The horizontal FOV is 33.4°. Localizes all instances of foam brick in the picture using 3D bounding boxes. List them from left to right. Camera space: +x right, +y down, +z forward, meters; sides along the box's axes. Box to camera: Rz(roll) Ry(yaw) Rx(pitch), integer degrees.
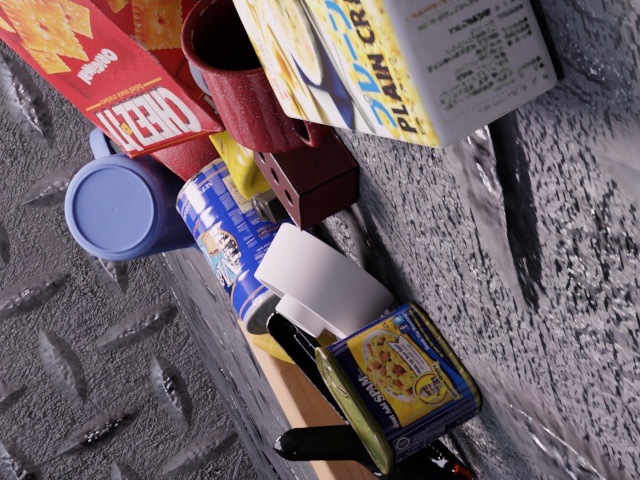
[{"bbox_3d":[-0.013,-0.059,0.796,0.078,0.051,0.053,56,166,26],"label":"foam brick"}]

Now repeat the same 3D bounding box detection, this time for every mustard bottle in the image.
[{"bbox_3d":[-0.089,-0.134,0.934,0.192,0.058,0.096,58,164,19],"label":"mustard bottle"}]

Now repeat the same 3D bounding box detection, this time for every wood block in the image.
[{"bbox_3d":[0.006,0.151,1.079,0.206,0.090,0.090,63,168,-2],"label":"wood block"}]

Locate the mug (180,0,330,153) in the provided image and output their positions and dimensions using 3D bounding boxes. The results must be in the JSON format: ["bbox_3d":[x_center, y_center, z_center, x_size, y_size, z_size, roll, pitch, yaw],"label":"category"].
[{"bbox_3d":[-0.027,-0.103,0.677,0.117,0.093,0.081,50,168,37],"label":"mug"}]

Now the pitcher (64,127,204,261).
[{"bbox_3d":[-0.198,-0.052,1.189,0.242,0.149,0.145,-34,-44,-80],"label":"pitcher"}]

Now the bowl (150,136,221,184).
[{"bbox_3d":[-0.133,-0.091,1.067,0.162,0.055,0.162,39,176,3],"label":"bowl"}]

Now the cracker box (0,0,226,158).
[{"bbox_3d":[-0.171,-0.163,0.822,0.213,0.072,0.164,44,154,-24],"label":"cracker box"}]

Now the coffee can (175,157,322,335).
[{"bbox_3d":[-0.056,0.001,0.984,0.140,0.102,0.103,58,167,21],"label":"coffee can"}]

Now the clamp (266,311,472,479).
[{"bbox_3d":[0.038,0.156,0.846,0.210,0.036,0.164,37,-157,-16],"label":"clamp"}]

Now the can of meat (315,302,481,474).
[{"bbox_3d":[0.057,0.106,0.788,0.102,0.084,0.057,56,167,27],"label":"can of meat"}]
